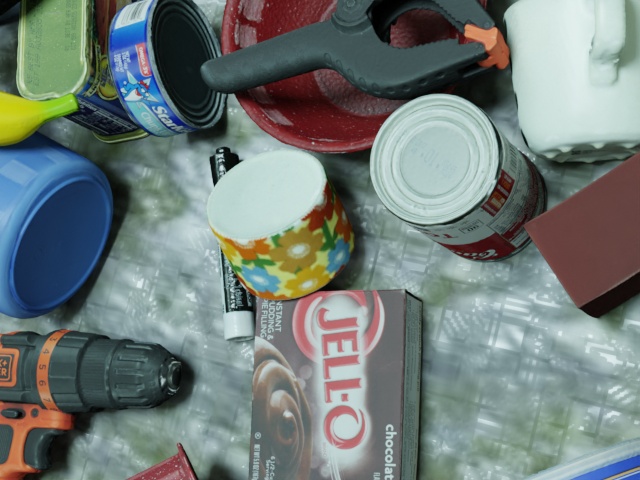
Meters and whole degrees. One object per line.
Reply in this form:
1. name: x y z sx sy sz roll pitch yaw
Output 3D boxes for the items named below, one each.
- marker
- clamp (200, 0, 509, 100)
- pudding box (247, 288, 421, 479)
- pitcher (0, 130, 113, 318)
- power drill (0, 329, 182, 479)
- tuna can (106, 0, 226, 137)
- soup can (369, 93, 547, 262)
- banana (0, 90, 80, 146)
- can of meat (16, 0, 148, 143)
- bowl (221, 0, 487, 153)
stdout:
1. marker: -0.054 0.001 0.653 0.020 0.020 0.121 -12 74 22
2. clamp: 0.021 -0.130 0.572 0.172 0.039 0.120 10 88 24
3. pudding box: 0.009 0.084 0.595 0.090 0.039 0.113 -4 78 24
4. pitcher: -0.261 -0.035 0.699 0.243 0.149 0.145 25 70 21
5. power drill: -0.174 0.148 0.658 0.185 0.057 0.187 -1 77 25
6. tuna can: -0.093 -0.107 0.655 0.034 0.086 0.086 -11 75 24
7. soup can: 0.074 -0.030 0.554 0.069 0.102 0.068 -5 78 23
8. banana: -0.234 -0.114 0.610 0.198 0.037 0.069 39 78 -5
9. can of meat: -0.147 -0.123 0.684 0.058 0.083 0.102 -7 76 23
10. bowl: 0.025 -0.122 0.621 0.162 0.055 0.162 -5 78 23
